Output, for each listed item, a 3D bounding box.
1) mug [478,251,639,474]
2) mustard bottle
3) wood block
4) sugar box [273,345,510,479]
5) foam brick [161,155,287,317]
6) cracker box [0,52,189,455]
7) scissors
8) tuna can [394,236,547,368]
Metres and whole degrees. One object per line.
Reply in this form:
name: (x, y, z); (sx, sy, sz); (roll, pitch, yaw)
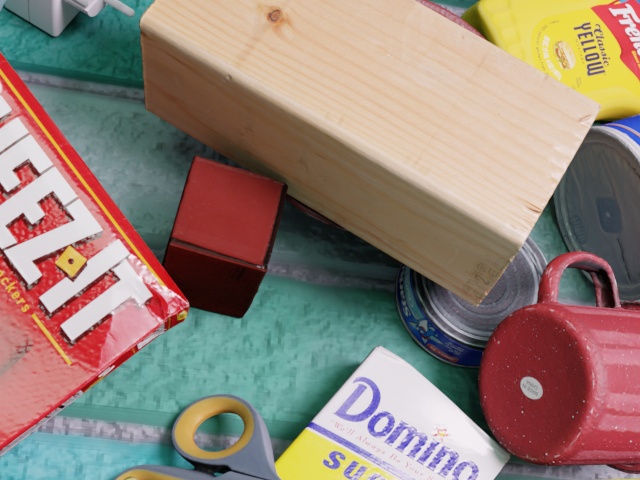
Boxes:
mug: (0.137, 0.063, 0.557); (0.081, 0.093, 0.117); (7, 78, -37)
mustard bottle: (0.187, -0.121, 0.683); (0.191, 0.058, 0.096); (-15, 86, -19)
wood block: (0.021, -0.067, 0.541); (0.206, 0.090, 0.090); (31, 67, 7)
sugar box: (0.008, 0.145, 0.536); (0.093, 0.048, 0.176); (40, 66, 6)
foam brick: (-0.054, 0.001, 0.567); (0.053, 0.078, 0.051); (16, 64, -8)
cracker box: (-0.193, 0.032, 0.493); (0.213, 0.072, 0.164); (-37, 90, -13)
scissors: (-0.011, 0.110, 0.500); (0.202, 0.016, 0.096); (-5, 39, 27)
tuna can: (0.088, 0.027, 0.611); (0.086, 0.034, 0.086); (5, 66, -11)
